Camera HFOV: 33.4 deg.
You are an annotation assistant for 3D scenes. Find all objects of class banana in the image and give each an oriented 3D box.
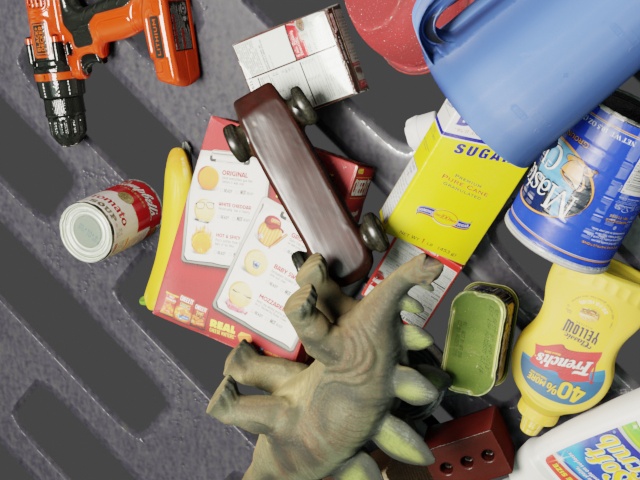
[{"bbox_3d":[-0.162,0.002,1.140,0.070,0.037,0.198,37,120,37],"label":"banana"}]

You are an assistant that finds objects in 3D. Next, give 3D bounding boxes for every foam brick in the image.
[{"bbox_3d":[0.147,0.207,1.055,0.078,0.051,0.053,-23,103,20],"label":"foam brick"}]

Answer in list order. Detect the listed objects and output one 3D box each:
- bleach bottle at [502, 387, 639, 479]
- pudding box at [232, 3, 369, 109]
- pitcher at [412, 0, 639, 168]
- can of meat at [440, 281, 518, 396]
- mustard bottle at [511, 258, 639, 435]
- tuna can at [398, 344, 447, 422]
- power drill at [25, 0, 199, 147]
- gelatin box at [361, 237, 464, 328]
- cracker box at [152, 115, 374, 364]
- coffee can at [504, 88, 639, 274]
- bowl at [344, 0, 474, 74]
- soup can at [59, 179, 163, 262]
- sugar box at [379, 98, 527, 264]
[{"bbox_3d":[0.281,0.210,1.025,0.251,0.068,0.102,-33,92,30],"label":"bleach bottle"},{"bbox_3d":[-0.020,-0.170,1.047,0.114,0.039,0.090,-16,100,28],"label":"pudding box"},{"bbox_3d":[0.197,-0.181,0.801,0.243,0.149,0.145,-40,80,25],"label":"pitcher"},{"bbox_3d":[0.151,0.093,1.015,0.057,0.083,0.102,9,94,16],"label":"can of meat"},{"bbox_3d":[0.235,0.105,1.012,0.096,0.058,0.192,25,115,9],"label":"mustard bottle"},{"bbox_3d":[0.085,0.137,1.063,0.086,0.033,0.086,2,96,17],"label":"tuna can"},{"bbox_3d":[-0.221,-0.192,1.115,0.188,0.057,0.184,-1,106,23],"label":"power drill"},{"bbox_3d":[0.093,0.037,1.068,0.073,0.030,0.089,33,116,9],"label":"gelatin box"},{"bbox_3d":[-0.057,0.001,1.073,0.164,0.072,0.214,20,99,17],"label":"cracker box"},{"bbox_3d":[0.238,-0.056,0.935,0.103,0.102,0.140,30,115,12],"label":"coffee can"},{"bbox_3d":[0.068,-0.228,0.935,0.162,0.055,0.162,5,96,56],"label":"bowl"},{"bbox_3d":[-0.223,-0.022,1.144,0.069,0.102,0.068,7,109,21],"label":"soup can"},{"bbox_3d":[0.136,-0.069,0.989,0.093,0.048,0.176,21,120,-15],"label":"sugar box"}]
